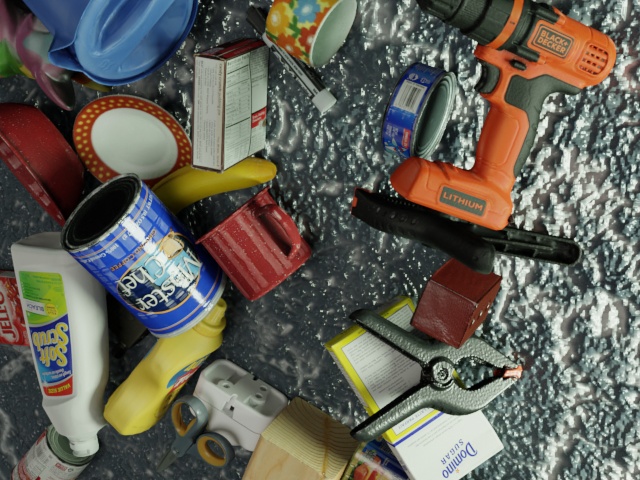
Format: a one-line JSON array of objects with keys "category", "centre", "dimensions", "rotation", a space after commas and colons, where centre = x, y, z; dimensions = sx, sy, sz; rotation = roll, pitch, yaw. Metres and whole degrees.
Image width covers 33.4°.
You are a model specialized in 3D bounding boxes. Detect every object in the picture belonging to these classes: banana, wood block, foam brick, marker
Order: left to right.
[{"category": "banana", "centre": [-0.132, -0.046, 1.106], "dimensions": [0.069, 0.037, 0.198], "rotation": [35, 130, -28]}, {"category": "wood block", "centre": [-0.040, 0.286, 1.149], "dimensions": [0.090, 0.090, 0.206], "rotation": [30, 119, 14]}, {"category": "marker", "centre": [-0.030, -0.174, 1.014], "dimensions": [0.020, 0.020, 0.121], "rotation": [-40, 88, 32]}, {"category": "foam brick", "centre": [0.126, 0.055, 0.985], "dimensions": [0.051, 0.078, 0.053], "rotation": [29, 119, 17]}]

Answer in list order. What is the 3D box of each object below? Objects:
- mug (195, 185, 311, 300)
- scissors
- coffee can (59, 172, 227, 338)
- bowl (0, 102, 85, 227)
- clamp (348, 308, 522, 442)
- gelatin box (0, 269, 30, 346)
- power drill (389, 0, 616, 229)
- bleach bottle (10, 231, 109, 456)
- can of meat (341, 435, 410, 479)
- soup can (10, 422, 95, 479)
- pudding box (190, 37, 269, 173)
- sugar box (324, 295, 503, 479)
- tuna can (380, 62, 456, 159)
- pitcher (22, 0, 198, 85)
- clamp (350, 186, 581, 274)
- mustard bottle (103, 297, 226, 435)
[{"category": "mug", "centre": [-0.057, 0.001, 1.048], "dimensions": [0.081, 0.093, 0.117], "rotation": [52, 143, -4]}, {"category": "scissors", "centre": [-0.142, 0.240, 1.185], "dimensions": [0.096, 0.016, 0.202], "rotation": [40, 143, 18]}, {"category": "coffee can", "centre": [-0.176, 0.016, 1.074], "dimensions": [0.103, 0.102, 0.140], "rotation": [-19, 127, 31]}, {"category": "bowl", "centre": [-0.300, -0.091, 1.134], "dimensions": [0.162, 0.055, 0.162], "rotation": [46, 165, 16]}, {"category": "clamp", "centre": [0.101, 0.134, 0.992], "dimensions": [0.171, 0.039, 0.120], "rotation": [9, 90, -11]}, {"category": "gelatin box", "centre": [-0.363, 0.081, 1.273], "dimensions": [0.073, 0.030, 0.089], "rotation": [4, 110, 26]}, {"category": "power drill", "centre": [0.128, -0.114, 0.869], "dimensions": [0.184, 0.057, 0.188], "rotation": [19, 107, -18]}, {"category": "bleach bottle", "centre": [-0.270, 0.119, 1.167], "dimensions": [0.103, 0.068, 0.251], "rotation": [5, 109, 31]}, {"category": "can of meat", "centre": [0.068, 0.256, 1.103], "dimensions": [0.084, 0.057, 0.102], "rotation": [31, 120, 16]}, {"category": "soup can", "centre": [-0.326, 0.271, 1.303], "dimensions": [0.068, 0.068, 0.102], "rotation": [46, 122, 5]}, {"category": "pudding box", "centre": [-0.086, -0.130, 1.017], "dimensions": [0.039, 0.089, 0.113], "rotation": [12, 114, 22]}, {"category": "sugar box", "centre": [0.090, 0.150, 1.034], "dimensions": [0.093, 0.048, 0.176], "rotation": [-32, 95, -9]}, {"category": "tuna can", "centre": [0.086, -0.112, 0.938], "dimensions": [0.034, 0.086, 0.086], "rotation": [23, 117, 20]}, {"category": "pitcher", "centre": [-0.226, -0.270, 1.002], "dimensions": [0.243, 0.149, 0.145], "rotation": [45, 116, 25]}, {"category": "clamp", "centre": [0.118, -0.009, 0.955], "dimensions": [0.210, 0.164, 0.036], "rotation": [21, 104, 44]}, {"category": "mustard bottle", "centre": [-0.156, 0.126, 1.145], "dimensions": [0.058, 0.096, 0.192], "rotation": [44, 122, 8]}]
